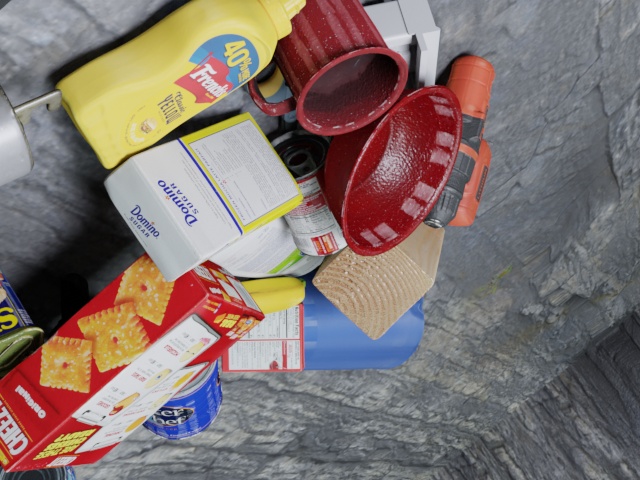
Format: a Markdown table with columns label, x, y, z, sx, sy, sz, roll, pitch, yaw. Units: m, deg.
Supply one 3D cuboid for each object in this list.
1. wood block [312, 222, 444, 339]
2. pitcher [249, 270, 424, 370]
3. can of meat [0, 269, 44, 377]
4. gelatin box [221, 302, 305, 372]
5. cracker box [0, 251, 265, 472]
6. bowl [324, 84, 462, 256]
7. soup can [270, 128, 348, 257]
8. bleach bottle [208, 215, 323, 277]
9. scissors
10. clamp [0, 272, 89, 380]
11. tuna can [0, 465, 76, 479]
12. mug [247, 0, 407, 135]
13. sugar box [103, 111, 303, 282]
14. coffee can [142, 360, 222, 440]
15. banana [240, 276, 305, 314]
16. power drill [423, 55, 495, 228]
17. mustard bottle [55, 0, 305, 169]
| label | x | y | z | sx | sy | sz | roll | pitch | yaw |
| --- | --- | --- | --- | --- | --- | --- | --- | --- | --- |
| wood block | 0.068 | 0.016 | 1.147 | 0.091 | 0.090 | 0.206 | -46 | -177 | 17 |
| pitcher | 0.002 | 0.101 | 1.286 | 0.242 | 0.145 | 0.149 | 3 | 103 | -52 |
| can of meat | -0.285 | 0.069 | 0.849 | 0.101 | 0.084 | 0.057 | -24 | 154 | -29 |
| gelatin box | -0.062 | 0.103 | 1.143 | 0.089 | 0.073 | 0.030 | -1 | -178 | -1 |
| cracker box | -0.165 | 0.099 | 0.901 | 0.214 | 0.072 | 0.164 | -40 | 164 | 4 |
| bowl | 0.054 | -0.069 | 0.925 | 0.161 | 0.055 | 0.162 | -36 | 143 | -34 |
| soup can | -0.008 | -0.042 | 0.977 | 0.068 | 0.069 | 0.102 | -33 | 133 | -11 |
| bleach bottle | -0.057 | 0.001 | 1.085 | 0.103 | 0.068 | 0.250 | -37 | 161 | 10 |
| scissors | -0.041 | -0.115 | 0.941 | 0.096 | 0.016 | 0.202 | -20 | 152 | -32 |
| clamp | -0.240 | 0.099 | 0.994 | 0.120 | 0.039 | 0.171 | -49 | 165 | -10 |
| tuna can | -0.318 | 0.273 | 1.191 | 0.086 | 0.086 | 0.034 | -34 | 155 | -9 |
| mug | -0.002 | -0.137 | 0.829 | 0.117 | 0.081 | 0.093 | -26 | 151 | 0 |
| sugar box | -0.088 | -0.039 | 0.851 | 0.048 | 0.093 | 0.176 | -34 | 179 | 33 |
| coffee can | -0.160 | 0.145 | 1.155 | 0.102 | 0.103 | 0.140 | -30 | 157 | -17 |
| banana | -0.095 | 0.064 | 1.092 | 0.197 | 0.037 | 0.070 | -6 | 173 | -22 |
| power drill | 0.144 | -0.078 | 1.130 | 0.187 | 0.057 | 0.184 | 69 | 37 | -72 |
| mustard bottle | -0.094 | -0.131 | 0.779 | 0.191 | 0.058 | 0.096 | -34 | 159 | -8 |
